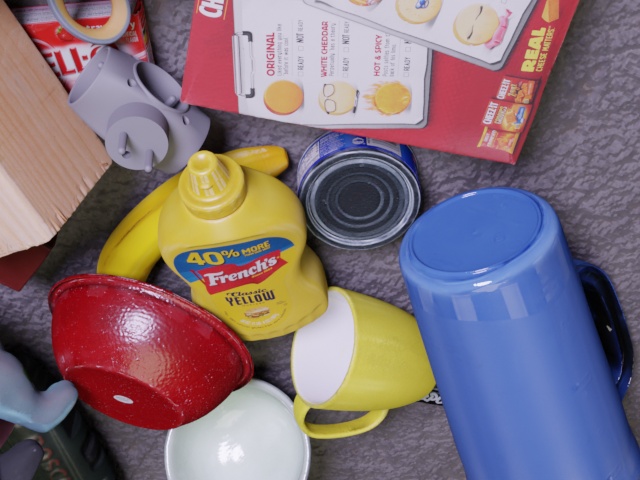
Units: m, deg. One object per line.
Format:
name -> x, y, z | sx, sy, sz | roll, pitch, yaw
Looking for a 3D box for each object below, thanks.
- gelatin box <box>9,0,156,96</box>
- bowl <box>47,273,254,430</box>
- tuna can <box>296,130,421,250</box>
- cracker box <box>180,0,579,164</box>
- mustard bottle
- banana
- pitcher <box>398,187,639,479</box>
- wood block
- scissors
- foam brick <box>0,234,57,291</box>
gelatin box -> -0.151, -0.111, 0.675 | 0.089, 0.030, 0.073 | -4, 127, 2
bowl -> -0.133, 0.092, 0.774 | 0.162, 0.055, 0.162 | 14, 147, 9
tuna can -> 0.026, -0.035, 0.733 | 0.086, 0.033, 0.086 | 0, 127, -1
cracker box -> 0.036, -0.146, 0.628 | 0.213, 0.072, 0.164 | 10, 126, -7
mustard bottle -> -0.055, 0.001, 0.704 | 0.096, 0.058, 0.191 | -8, 149, 5
banana -> -0.105, -0.008, 0.754 | 0.069, 0.037, 0.198 | 12, 133, -43
pitcher -> 0.146, 0.079, 0.759 | 0.145, 0.149, 0.243 | -13, 124, 15
wood block -> -0.226, -0.095, 0.622 | 0.090, 0.090, 0.206 | -15, 120, 30
scissors -> -0.169, -0.186, 0.604 | 0.201, 0.016, 0.096 | 27, 88, -21
foam brick -> -0.224, -0.012, 0.734 | 0.078, 0.053, 0.051 | 31, 120, -23
